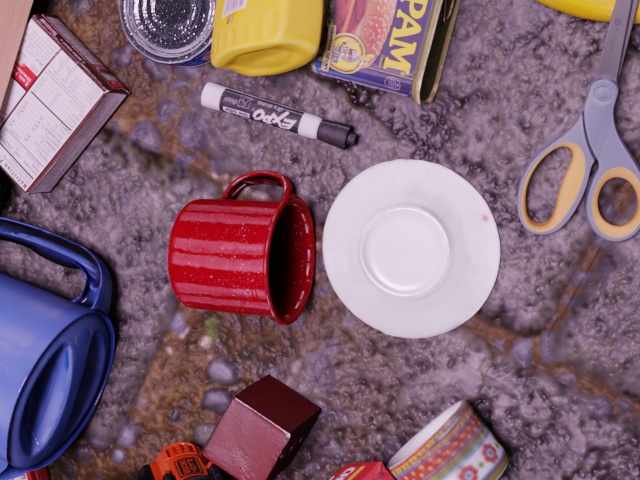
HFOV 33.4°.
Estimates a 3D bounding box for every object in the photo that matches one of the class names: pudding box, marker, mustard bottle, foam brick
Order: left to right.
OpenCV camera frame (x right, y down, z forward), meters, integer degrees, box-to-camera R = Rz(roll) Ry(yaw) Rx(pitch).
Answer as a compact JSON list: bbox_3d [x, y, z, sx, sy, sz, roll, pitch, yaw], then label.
[{"bbox_3d":[-0.217,-0.105,0.829,0.090,0.039,0.114,45,109,7],"label":"pudding box"},{"bbox_3d":[-0.042,0.140,0.787,0.051,0.078,0.053,33,104,12],"label":"foam brick"},{"bbox_3d":[-0.030,-0.214,0.731,0.096,0.058,0.191,-7,76,57],"label":"mustard bottle"},{"bbox_3d":[-0.030,-0.091,0.784,0.121,0.020,0.020,18,102,13],"label":"marker"}]

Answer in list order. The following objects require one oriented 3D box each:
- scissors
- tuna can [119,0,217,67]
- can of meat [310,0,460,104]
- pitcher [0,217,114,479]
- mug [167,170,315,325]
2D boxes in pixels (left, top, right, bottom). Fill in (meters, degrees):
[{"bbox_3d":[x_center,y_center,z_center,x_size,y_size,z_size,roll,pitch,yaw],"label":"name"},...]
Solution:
[{"bbox_3d":[0.200,-0.082,0.703,0.096,0.016,0.202,29,114,4],"label":"scissors"},{"bbox_3d":[-0.104,-0.172,0.788,0.086,0.033,0.086,2,98,16],"label":"tuna can"},{"bbox_3d":[0.046,-0.153,0.735,0.084,0.057,0.102,17,102,16],"label":"can of meat"},{"bbox_3d":[-0.288,0.062,0.832,0.243,0.149,0.145,23,124,16],"label":"pitcher"},{"bbox_3d":[-0.055,0.001,0.774,0.082,0.093,0.117,4,67,21],"label":"mug"}]
